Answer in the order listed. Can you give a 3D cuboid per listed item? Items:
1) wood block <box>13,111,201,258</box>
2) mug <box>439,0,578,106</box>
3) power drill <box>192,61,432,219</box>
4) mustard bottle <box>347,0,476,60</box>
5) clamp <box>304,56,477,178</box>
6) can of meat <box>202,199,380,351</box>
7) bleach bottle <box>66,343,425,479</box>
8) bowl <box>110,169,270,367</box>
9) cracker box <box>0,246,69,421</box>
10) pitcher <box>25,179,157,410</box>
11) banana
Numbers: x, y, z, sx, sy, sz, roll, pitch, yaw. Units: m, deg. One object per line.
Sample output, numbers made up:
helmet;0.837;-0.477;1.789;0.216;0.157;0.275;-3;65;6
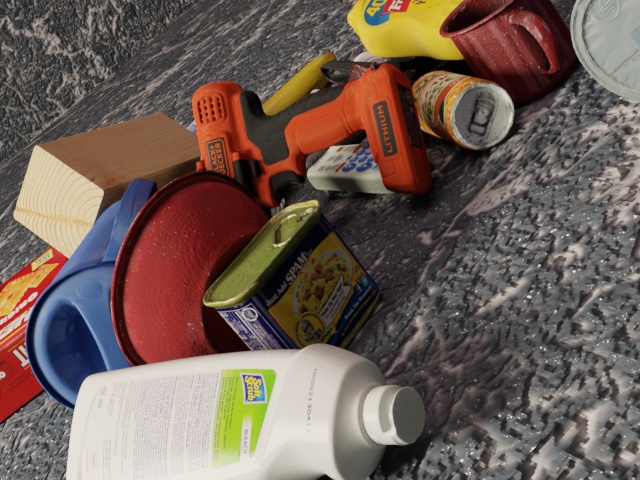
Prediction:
wood block;-0.208;-0.061;1.118;0.205;0.091;0.090;-30;-30;-58
mug;0.160;-0.161;0.857;0.093;0.081;0.117;-40;19;-5
power drill;-0.009;-0.054;0.859;0.188;0.184;0.057;-13;-2;20
mustard bottle;0.090;-0.209;0.996;0.096;0.058;0.192;-45;31;-21
clamp;0.069;-0.140;1.020;0.210;0.036;0.164;-14;44;34
can of meat;-0.016;0.037;0.729;0.058;0.084;0.102;-10;34;53
bleach bottle;-0.048;0.117;0.627;0.251;0.068;0.102;-12;70;41
bowl;-0.073;0.033;0.773;0.055;0.162;0.162;15;52;36
cracker box;-0.317;0.096;1.147;0.164;0.072;0.214;-37;20;5
pitcher;-0.160;0.033;0.915;0.149;0.145;0.243;-36;17;9
banana;-0.046;-0.166;1.295;0.197;0.037;0.070;-43;22;-11
